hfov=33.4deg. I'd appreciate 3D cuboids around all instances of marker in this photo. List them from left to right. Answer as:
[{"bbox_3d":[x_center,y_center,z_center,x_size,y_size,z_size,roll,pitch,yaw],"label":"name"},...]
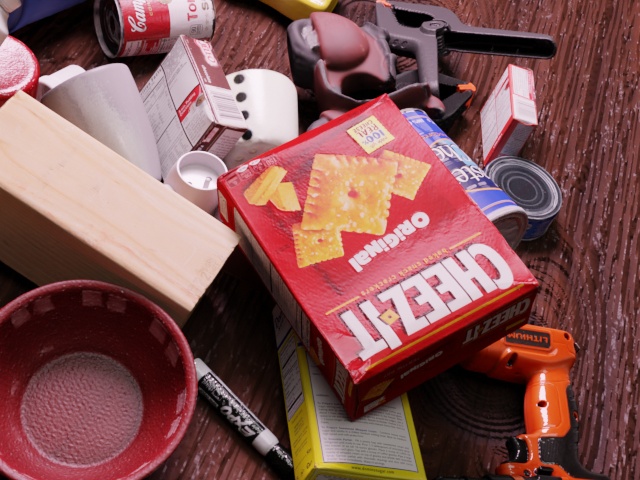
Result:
[{"bbox_3d":[-0.059,0.138,0.822,0.121,0.020,0.020,43,50,16],"label":"marker"}]

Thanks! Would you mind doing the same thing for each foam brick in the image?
[{"bbox_3d":[-0.056,0.001,0.916,0.078,0.051,0.053,27,48,2],"label":"foam brick"}]

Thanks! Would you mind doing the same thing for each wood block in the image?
[{"bbox_3d":[-0.179,-0.010,0.832,0.206,0.091,0.090,34,49,-2],"label":"wood block"}]

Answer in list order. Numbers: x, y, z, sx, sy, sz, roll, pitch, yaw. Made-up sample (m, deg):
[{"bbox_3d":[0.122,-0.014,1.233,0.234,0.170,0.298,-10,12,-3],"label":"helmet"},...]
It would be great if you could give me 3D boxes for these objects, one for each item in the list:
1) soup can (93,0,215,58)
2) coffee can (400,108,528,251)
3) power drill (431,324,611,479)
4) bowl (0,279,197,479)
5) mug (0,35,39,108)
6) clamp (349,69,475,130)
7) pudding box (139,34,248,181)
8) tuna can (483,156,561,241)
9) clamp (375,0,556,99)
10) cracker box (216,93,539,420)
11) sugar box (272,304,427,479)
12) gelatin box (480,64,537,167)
[{"bbox_3d":[-0.162,-0.218,1.049,0.102,0.069,0.068,-13,57,-30],"label":"soup can"},{"bbox_3d":[0.100,-0.034,0.949,0.102,0.103,0.140,-21,57,-34],"label":"coffee can"},{"bbox_3d":[0.155,0.156,0.865,0.184,0.057,0.187,10,51,-18],"label":"power drill"},{"bbox_3d":[-0.171,0.111,0.764,0.162,0.055,0.162,5,61,-9],"label":"bowl"},{"bbox_3d":[-0.290,-0.128,0.893,0.117,0.082,0.093,38,47,9],"label":"mug"},{"bbox_3d":[0.075,-0.148,1.101,0.171,0.039,0.120,-16,64,-28],"label":"clamp"},{"bbox_3d":[-0.119,-0.114,0.959,0.039,0.090,0.113,10,45,-41],"label":"pudding box"},{"bbox_3d":[0.195,-0.043,1.062,0.086,0.034,0.086,11,49,-13],"label":"tuna can"},{"bbox_3d":[0.117,-0.206,1.120,0.164,0.036,0.210,-28,42,-29],"label":"clamp"},{"bbox_3d":[0.039,0.005,0.831,0.164,0.072,0.214,-27,61,-15],"label":"cracker box"},{"bbox_3d":[0.019,0.119,0.840,0.093,0.048,0.176,12,41,-22],"label":"sugar box"},{"bbox_3d":[0.195,-0.127,1.106,0.030,0.073,0.089,15,47,-10],"label":"gelatin box"}]
